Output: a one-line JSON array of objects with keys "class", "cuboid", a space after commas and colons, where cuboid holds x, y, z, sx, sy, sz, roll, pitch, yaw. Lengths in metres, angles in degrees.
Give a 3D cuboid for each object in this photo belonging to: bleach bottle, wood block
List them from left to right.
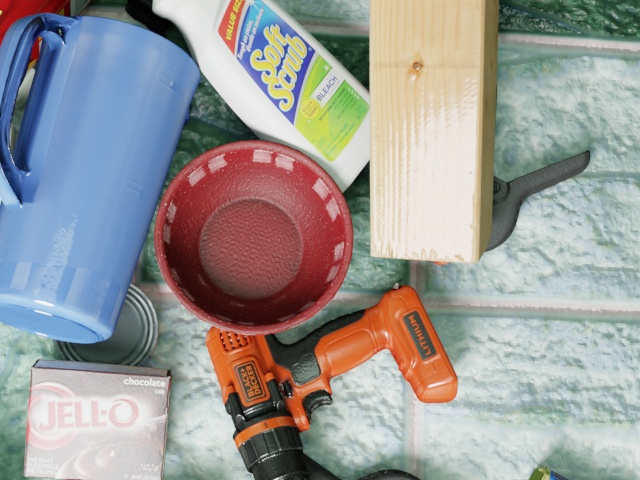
[{"class": "bleach bottle", "cuboid": [-0.057, -0.150, 0.897, 0.250, 0.068, 0.102, 42, 71, -17]}, {"class": "wood block", "cuboid": [0.092, -0.094, 0.861, 0.091, 0.090, 0.206, 4, 107, 16]}]

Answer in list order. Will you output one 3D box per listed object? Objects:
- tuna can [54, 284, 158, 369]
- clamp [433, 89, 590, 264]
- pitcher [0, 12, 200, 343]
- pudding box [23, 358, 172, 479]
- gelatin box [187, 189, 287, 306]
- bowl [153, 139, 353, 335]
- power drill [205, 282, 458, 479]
[{"class": "tuna can", "cuboid": [-0.180, 0.076, 0.903, 0.086, 0.034, 0.086, 1, 81, -6]}, {"class": "clamp", "cuboid": [0.146, -0.057, 0.954, 0.120, 0.039, 0.171, 44, 80, 6]}, {"class": "pitcher", "cuboid": [-0.195, -0.051, 0.848, 0.149, 0.145, 0.243, 15, 71, -7]}, {"class": "pudding box", "cuboid": [-0.179, 0.146, 0.862, 0.113, 0.039, 0.090, 4, 97, -9]}, {"class": "gelatin box", "cuboid": [-0.082, 0.010, 0.925, 0.073, 0.030, 0.089, 31, 79, 0]}, {"class": "bowl", "cuboid": [-0.056, 0.001, 0.884, 0.162, 0.055, 0.162, 1, 78, -7]}, {"class": "power drill", "cuboid": [0.014, 0.126, 0.881, 0.187, 0.057, 0.184, -17, 65, -12]}]
